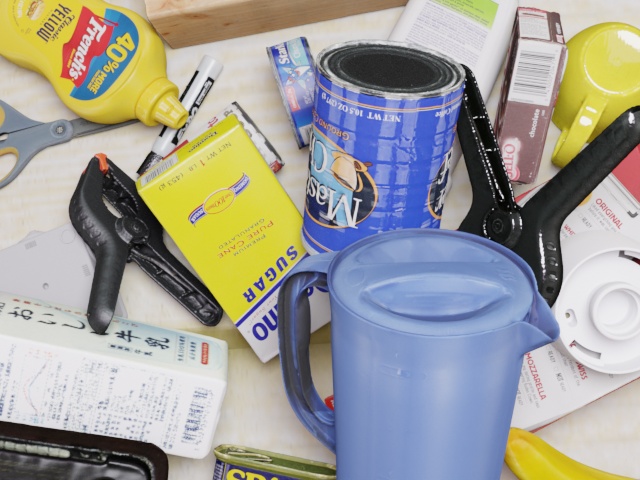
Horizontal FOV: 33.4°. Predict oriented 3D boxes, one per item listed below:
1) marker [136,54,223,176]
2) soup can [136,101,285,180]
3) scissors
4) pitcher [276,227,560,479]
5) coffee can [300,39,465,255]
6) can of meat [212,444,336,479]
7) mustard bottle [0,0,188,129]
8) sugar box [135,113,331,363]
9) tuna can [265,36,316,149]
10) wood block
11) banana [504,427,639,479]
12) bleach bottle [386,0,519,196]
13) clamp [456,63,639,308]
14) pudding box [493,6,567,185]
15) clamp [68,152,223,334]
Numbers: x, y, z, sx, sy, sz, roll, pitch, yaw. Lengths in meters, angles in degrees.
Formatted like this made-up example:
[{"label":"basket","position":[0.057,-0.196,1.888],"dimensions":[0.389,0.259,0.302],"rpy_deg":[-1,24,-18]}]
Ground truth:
[{"label":"marker","position":[-0.119,-0.099,0.894],"dimensions":[0.020,0.020,0.121],"rpy_deg":[30,88,7]},{"label":"soup can","position":[-0.088,-0.056,0.862],"dimensions":[0.102,0.068,0.068],"rpy_deg":[-39,82,0]},{"label":"scissors","position":[-0.235,-0.107,0.907],"dimensions":[0.202,0.016,0.096],"rpy_deg":[-27,82,2]},{"label":"pitcher","position":[0.059,0.120,0.731],"dimensions":[0.144,0.149,0.243],"rpy_deg":[-10,121,-20]},{"label":"coffee can","position":[0.042,-0.059,0.758],"dimensions":[0.103,0.102,0.140],"rpy_deg":[9,120,6]},{"label":"can of meat","position":[-0.040,0.212,0.837],"dimensions":[0.102,0.057,0.084],"rpy_deg":[10,88,7]},{"label":"mustard bottle","position":[-0.185,-0.152,0.878],"dimensions":[0.192,0.058,0.096],"rpy_deg":[37,88,13]},{"label":"sugar box","position":[-0.055,0.001,0.825],"dimensions":[0.093,0.048,0.176],"rpy_deg":[-34,110,1]},{"label":"tuna can","position":[-0.015,-0.118,0.852],"dimensions":[0.034,0.086,0.086],"rpy_deg":[-18,83,2]},{"label":"wood block","position":[-0.036,-0.227,0.864],"dimensions":[0.206,0.090,0.091],"rpy_deg":[-10,83,5]},{"label":"banana","position":[0.208,0.181,0.798],"dimensions":[0.197,0.037,0.070],"rpy_deg":[17,130,-16]},{"label":"bleach bottle","position":[0.114,-0.165,0.858],"dimensions":[0.102,0.068,0.251],"rpy_deg":[29,85,5]},{"label":"clamp","position":[0.130,-0.019,0.754],"dimensions":[0.165,0.036,0.210],"rpy_deg":[33,116,43]},{"label":"pudding box","position":[0.156,-0.111,0.811],"dimensions":[0.039,0.090,0.113],"rpy_deg":[11,118,3]},{"label":"clamp","position":[-0.159,0.005,0.843],"dimensions":[0.039,0.120,0.171],"rpy_deg":[-47,67,28]}]
